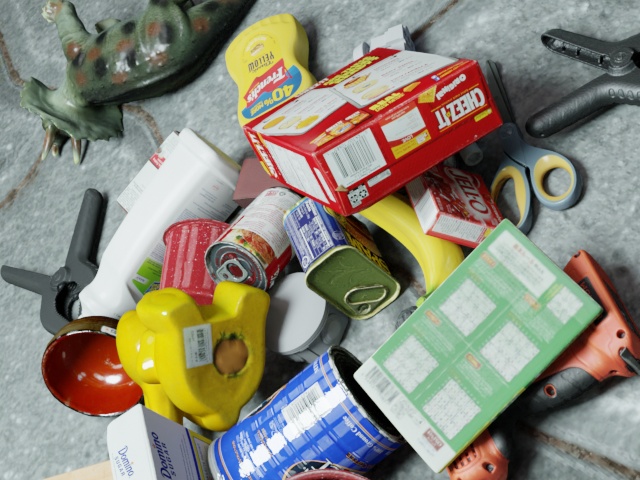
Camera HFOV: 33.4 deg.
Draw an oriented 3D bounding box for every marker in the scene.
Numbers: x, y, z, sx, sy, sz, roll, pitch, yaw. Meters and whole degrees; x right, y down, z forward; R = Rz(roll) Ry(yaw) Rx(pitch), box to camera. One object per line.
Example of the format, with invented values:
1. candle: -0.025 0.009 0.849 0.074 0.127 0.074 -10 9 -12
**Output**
1. marker: 0.124 -0.117 1.037 0.020 0.020 0.121 -38 47 14

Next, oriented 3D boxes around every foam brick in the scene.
1. foam brick: -0.041 -0.056 1.106 0.078 0.053 0.051 -4 62 38

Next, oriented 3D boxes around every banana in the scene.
1. banana: 0.077 -0.007 0.948 0.198 0.069 0.037 53 132 49

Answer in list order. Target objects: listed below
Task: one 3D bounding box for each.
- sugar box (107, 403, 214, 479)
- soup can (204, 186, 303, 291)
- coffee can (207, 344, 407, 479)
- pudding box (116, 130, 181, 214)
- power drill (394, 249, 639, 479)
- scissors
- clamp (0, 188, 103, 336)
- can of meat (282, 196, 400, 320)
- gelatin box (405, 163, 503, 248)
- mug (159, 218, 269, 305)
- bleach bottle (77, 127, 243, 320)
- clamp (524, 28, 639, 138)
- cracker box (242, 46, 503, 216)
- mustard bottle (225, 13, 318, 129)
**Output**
1. sugar box: -0.106 0.213 0.906 0.048 0.176 0.093 -34 48 17
2. soup can: -0.057 0.001 1.035 0.069 0.068 0.102 -4 32 36
3. coffee can: -0.011 0.171 0.909 0.140 0.102 0.103 -40 47 11
4. pudding box: -0.172 -0.059 1.220 0.113 0.039 0.090 -51 47 4
5. power drill: 0.156 0.090 0.863 0.188 0.057 0.184 -36 47 17
6. scissors: 0.191 -0.095 0.972 0.096 0.016 0.201 -13 58 34
7. clamp: -0.306 0.053 1.256 0.165 0.036 0.210 -36 48 15
8. can of meat: 0.018 0.013 0.985 0.057 0.102 0.084 -39 45 14
9. gelatin box: 0.118 -0.033 0.940 0.030 0.073 0.089 -61 26 31
10. mug: -0.107 0.037 1.080 0.117 0.093 0.081 4 59 1
11. bleach bottle: -0.183 0.005 1.143 0.251 0.102 0.068 -50 54 4
12. clamp: 0.263 -0.156 0.939 0.172 0.039 0.120 -11 58 24
13. cracker box: 0.040 -0.104 0.969 0.164 0.072 0.214 -31 20 -11
14. mustard bottle: -0.048 -0.159 1.169 0.096 0.058 0.191 -27 51 17
